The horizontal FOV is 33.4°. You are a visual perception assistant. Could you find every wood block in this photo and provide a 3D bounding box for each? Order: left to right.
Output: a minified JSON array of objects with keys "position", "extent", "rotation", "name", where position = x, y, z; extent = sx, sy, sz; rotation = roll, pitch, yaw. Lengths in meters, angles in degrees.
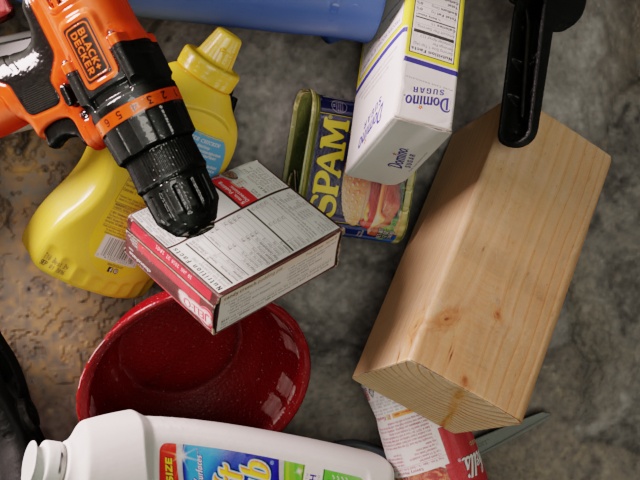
[{"position":[0.113,0.017,0.735],"extent":[0.090,0.091,0.206],"rotation":[30,67,-14],"name":"wood block"}]

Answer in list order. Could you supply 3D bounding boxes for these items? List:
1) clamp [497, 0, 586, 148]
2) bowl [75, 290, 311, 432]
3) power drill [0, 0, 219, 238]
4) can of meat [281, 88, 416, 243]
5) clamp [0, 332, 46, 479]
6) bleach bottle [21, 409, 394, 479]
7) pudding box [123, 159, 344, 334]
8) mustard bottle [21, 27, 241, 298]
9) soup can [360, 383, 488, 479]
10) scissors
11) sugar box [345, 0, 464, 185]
[{"position":[0.146,-0.166,0.724],"extent":[0.209,0.036,0.164],"rotation":[-38,118,-49],"name":"clamp"},{"position":[-0.090,0.087,0.737],"extent":[0.162,0.055,0.162],"rotation":[-10,124,-16],"name":"bowl"},{"position":[-0.166,-0.058,0.639],"extent":[0.188,0.057,0.184],"rotation":[-26,88,20],"name":"power drill"},{"position":[0.021,-0.051,0.761],"extent":[0.083,0.057,0.102],"rotation":[8,95,-15],"name":"can of meat"},{"position":[-0.207,0.129,0.724],"extent":[0.039,0.120,0.171],"rotation":[-18,80,-7],"name":"clamp"},{"position":[-0.074,0.173,0.712],"extent":[0.250,0.068,0.102],"rotation":[14,84,-28],"name":"bleach bottle"},{"position":[-0.055,0.001,0.685],"extent":[0.113,0.090,0.039],"rotation":[-29,147,-36],"name":"pudding box"},{"position":[-0.110,-0.055,0.701],"extent":[0.096,0.058,0.192],"rotation":[22,109,-42],"name":"mustard bottle"},{"position":[0.075,0.138,0.778],"extent":[0.068,0.068,0.102],"rotation":[-17,83,-10],"name":"soup can"},{"position":[0.075,0.161,0.820],"extent":[0.201,0.016,0.096],"rotation":[-37,103,-6],"name":"scissors"},{"position":[0.059,-0.133,0.706],"extent":[0.048,0.093,0.176],"rotation":[12,68,-14],"name":"sugar box"}]
